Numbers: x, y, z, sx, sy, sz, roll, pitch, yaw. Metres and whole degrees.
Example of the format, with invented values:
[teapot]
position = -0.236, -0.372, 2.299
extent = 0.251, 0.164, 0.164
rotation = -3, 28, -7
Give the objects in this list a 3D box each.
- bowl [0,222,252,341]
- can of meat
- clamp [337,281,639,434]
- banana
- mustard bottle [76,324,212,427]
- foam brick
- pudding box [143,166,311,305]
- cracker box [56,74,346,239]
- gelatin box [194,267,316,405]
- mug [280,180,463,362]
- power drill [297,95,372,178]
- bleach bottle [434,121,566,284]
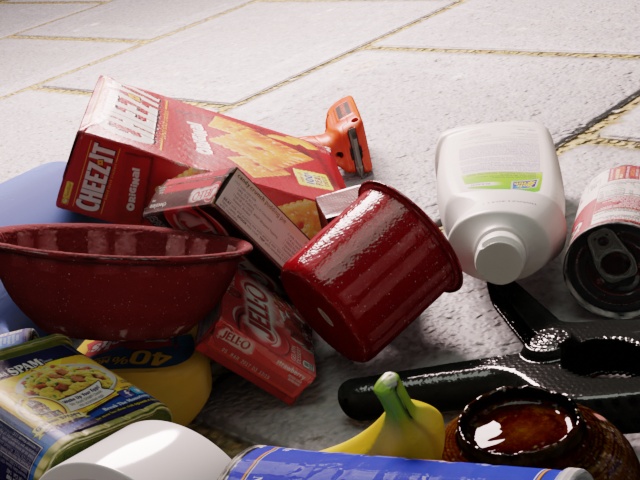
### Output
[bowl]
position = -0.122, 0.025, 0.639
extent = 0.162, 0.055, 0.162
rotation = 3, 6, -1
[can of meat]
position = -0.138, 0.097, 0.548
extent = 0.084, 0.057, 0.101
rotation = 25, 19, 27
[clamp]
position = 0.122, 0.075, 0.607
extent = 0.164, 0.036, 0.210
rotation = -29, 24, -31
[banana]
position = -0.001, 0.111, 0.520
extent = 0.198, 0.069, 0.037
rotation = -35, 17, 44
[mustard bottle]
position = -0.116, 0.083, 0.682
extent = 0.096, 0.058, 0.191
rotation = -3, 24, 6
[foam brick]
position = 0.032, 0.004, 0.765
extent = 0.051, 0.078, 0.053
rotation = -16, 23, -4
[pudding box]
position = -0.055, 0.001, 0.737
extent = 0.090, 0.113, 0.039
rotation = -4, 50, 52
[cracker box]
position = -0.089, -0.054, 0.853
extent = 0.213, 0.072, 0.164
rotation = 17, 20, -12
[gelatin box]
position = -0.040, 0.057, 0.686
extent = 0.030, 0.073, 0.089
rotation = -51, 16, 17
[mug]
position = 0.029, 0.028, 0.688
extent = 0.081, 0.117, 0.093
rotation = -41, 72, -17
[power drill]
position = -0.050, -0.089, 1.053
extent = 0.187, 0.057, 0.184
rotation = -15, 27, 0
[bleach bottle]
position = 0.124, -0.026, 0.770
extent = 0.103, 0.068, 0.250
rotation = -5, 18, 13
